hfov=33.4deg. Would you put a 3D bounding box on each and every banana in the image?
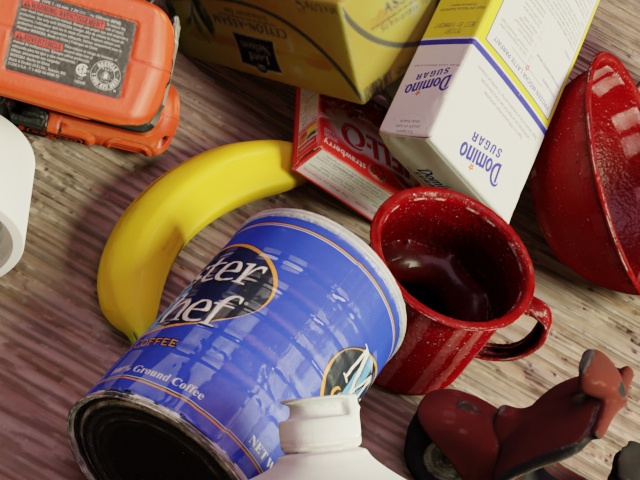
[{"bbox_3d":[-0.068,-0.010,0.599,0.069,0.037,0.197,48,48,-12],"label":"banana"}]

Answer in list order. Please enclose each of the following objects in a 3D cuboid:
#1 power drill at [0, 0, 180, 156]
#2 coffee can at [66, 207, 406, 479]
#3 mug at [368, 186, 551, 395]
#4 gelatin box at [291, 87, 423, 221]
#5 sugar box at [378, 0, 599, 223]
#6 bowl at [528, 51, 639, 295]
[{"bbox_3d":[-0.152,-0.089,0.534,0.184,0.188,0.057,11,88,-15],"label":"power drill"},{"bbox_3d":[-0.035,0.065,0.502,0.103,0.103,0.140,34,48,6],"label":"coffee can"},{"bbox_3d":[0.068,0.035,0.585,0.117,0.082,0.093,19,48,-8],"label":"mug"},{"bbox_3d":[0.025,-0.055,0.656,0.089,0.030,0.073,31,41,-28],"label":"gelatin box"},{"bbox_3d":[0.103,-0.107,0.616,0.093,0.048,0.176,41,69,-40],"label":"sugar box"},{"bbox_3d":[0.174,-0.034,0.674,0.161,0.055,0.162,28,55,-52],"label":"bowl"}]
